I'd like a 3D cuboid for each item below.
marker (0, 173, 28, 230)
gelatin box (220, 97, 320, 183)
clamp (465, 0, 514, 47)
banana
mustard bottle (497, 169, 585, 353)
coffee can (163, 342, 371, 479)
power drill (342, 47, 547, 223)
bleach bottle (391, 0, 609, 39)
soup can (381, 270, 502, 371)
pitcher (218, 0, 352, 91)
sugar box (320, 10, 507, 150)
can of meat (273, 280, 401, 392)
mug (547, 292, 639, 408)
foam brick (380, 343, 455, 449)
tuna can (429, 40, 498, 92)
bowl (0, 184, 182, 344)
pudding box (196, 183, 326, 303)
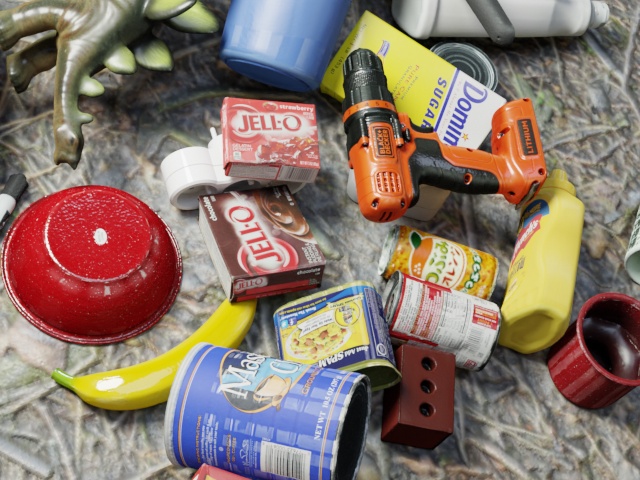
[{"bbox_3d":[-0.292,-0.012,0.945,0.020,0.020,0.121,23,57,-3],"label":"marker"},{"bbox_3d":[-0.047,-0.094,0.994,0.089,0.030,0.073,4,60,-16],"label":"gelatin box"},{"bbox_3d":[0.148,-0.288,1.118,0.210,0.036,0.164,33,43,1],"label":"clamp"},{"bbox_3d":[-0.127,0.099,0.920,0.197,0.037,0.070,-22,70,-26],"label":"banana"},{"bbox_3d":[0.219,0.009,1.039,0.058,0.096,0.191,21,57,-4],"label":"mustard bottle"},{"bbox_3d":[-0.040,0.144,0.853,0.140,0.103,0.102,9,56,16],"label":"coffee can"},{"bbox_3d":[0.114,-0.101,1.023,0.187,0.057,0.184,0,65,-13],"label":"power drill"},{"bbox_3d":[0.212,-0.259,1.198,0.250,0.068,0.103,0,26,-18],"label":"bleach bottle"},{"bbox_3d":[0.108,0.075,0.985,0.102,0.069,0.068,18,57,-6],"label":"soup can"},{"bbox_3d":[-0.024,-0.281,1.060,0.149,0.145,0.243,18,88,-12],"label":"pitcher"},{"bbox_3d":[0.095,-0.150,1.104,0.176,0.048,0.093,33,89,7],"label":"sugar box"},{"bbox_3d":[0.012,0.092,0.935,0.102,0.057,0.084,-19,59,14],"label":"can of meat"},{"bbox_3d":[0.276,0.104,1.010,0.117,0.082,0.093,-22,69,-26],"label":"mug"},{"bbox_3d":[0.087,0.139,0.951,0.053,0.051,0.078,12,58,-11],"label":"foam brick"},{"bbox_3d":[0.148,-0.175,1.161,0.086,0.034,0.086,7,59,-13],"label":"tuna can"},{"bbox_3d":[-0.198,0.008,0.941,0.162,0.055,0.162,7,60,-13],"label":"bowl"},{"bbox_3d":[-0.056,0.001,0.979,0.089,0.039,0.113,-8,44,-21],"label":"pudding box"}]
